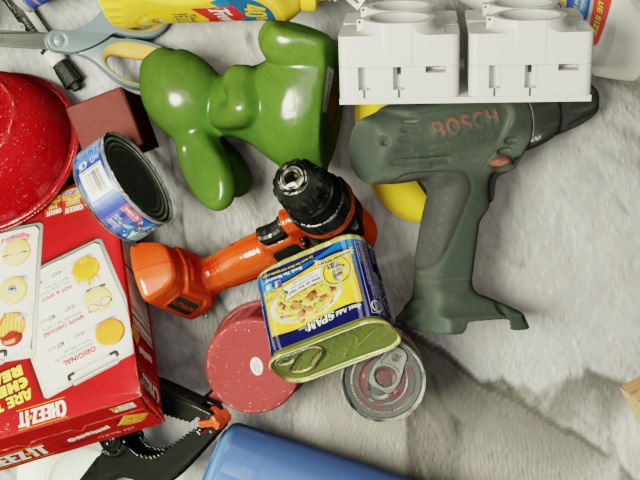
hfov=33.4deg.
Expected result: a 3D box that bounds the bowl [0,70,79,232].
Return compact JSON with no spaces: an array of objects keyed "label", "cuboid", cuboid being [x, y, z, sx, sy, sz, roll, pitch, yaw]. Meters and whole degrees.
[{"label":"bowl","cuboid":[-0.289,-0.086,0.902,0.162,0.055,0.162,-5,65,11]}]

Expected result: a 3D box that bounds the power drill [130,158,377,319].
[{"label":"power drill","cuboid":[-0.056,0.001,0.871,0.188,0.184,0.057,-20,70,12]}]

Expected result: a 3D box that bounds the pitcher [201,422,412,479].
[{"label":"pitcher","cuboid":[0.013,0.251,0.886,0.243,0.149,0.145,21,93,3]}]

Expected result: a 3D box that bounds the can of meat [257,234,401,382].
[{"label":"can of meat","cuboid":[0.003,0.053,0.841,0.102,0.057,0.084,-23,57,15]}]

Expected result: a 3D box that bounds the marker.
[{"label":"marker","cuboid":[-0.249,-0.183,0.945,0.020,0.020,0.121,-35,90,4]}]

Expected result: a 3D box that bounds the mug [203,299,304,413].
[{"label":"mug","cuboid":[-0.063,0.109,0.916,0.117,0.081,0.093,-40,90,5]}]

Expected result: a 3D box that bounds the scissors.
[{"label":"scissors","cuboid":[-0.212,-0.186,0.911,0.201,0.016,0.096,16,81,-20]}]

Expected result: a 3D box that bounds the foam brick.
[{"label":"foam brick","cuboid":[-0.177,-0.096,0.916,0.051,0.078,0.053,-20,92,2]}]

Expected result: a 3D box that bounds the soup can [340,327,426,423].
[{"label":"soup can","cuboid":[0.053,0.110,0.899,0.068,0.102,0.068,0,93,3]}]

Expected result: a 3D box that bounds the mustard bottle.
[{"label":"mustard bottle","cuboid":[-0.078,-0.206,0.869,0.191,0.096,0.058,-1,88,2]}]

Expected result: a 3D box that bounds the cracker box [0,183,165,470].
[{"label":"cracker box","cuboid":[-0.226,0.067,0.883,0.164,0.072,0.214,-17,59,4]}]

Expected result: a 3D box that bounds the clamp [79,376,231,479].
[{"label":"clamp","cuboid":[-0.173,0.175,0.907,0.210,0.036,0.164,-5,97,20]}]

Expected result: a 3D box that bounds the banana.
[{"label":"banana","cuboid":[0.063,-0.098,0.924,0.069,0.037,0.198,-15,94,-16]}]

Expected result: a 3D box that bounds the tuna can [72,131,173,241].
[{"label":"tuna can","cuboid":[-0.157,-0.042,0.848,0.034,0.086,0.086,-32,91,15]}]
